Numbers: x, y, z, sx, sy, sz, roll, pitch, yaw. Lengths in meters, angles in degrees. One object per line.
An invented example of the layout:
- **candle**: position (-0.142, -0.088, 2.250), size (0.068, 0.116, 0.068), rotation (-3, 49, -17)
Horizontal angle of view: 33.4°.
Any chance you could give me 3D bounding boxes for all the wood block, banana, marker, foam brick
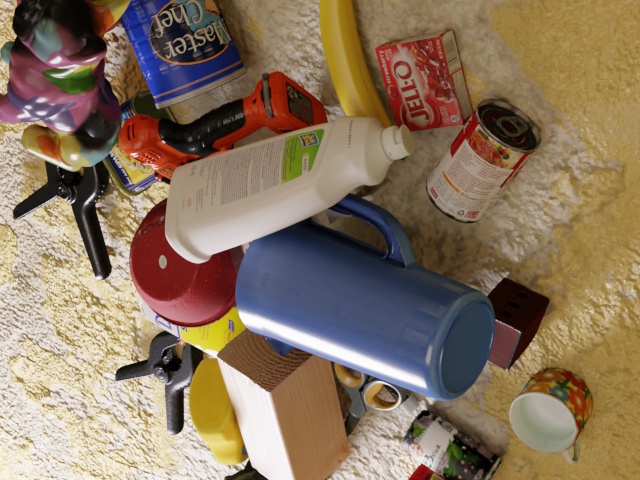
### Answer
- **wood block**: position (-0.039, 0.189, 1.216), size (0.090, 0.090, 0.206), rotation (29, 146, 35)
- **banana**: position (0.036, -0.168, 1.043), size (0.070, 0.037, 0.198), rotation (-18, 95, 56)
- **marker**: position (0.067, 0.145, 1.211), size (0.121, 0.020, 0.020), rotation (51, 131, 0)
- **foam brick**: position (0.185, 0.082, 1.059), size (0.053, 0.078, 0.051), rotation (26, 124, 20)

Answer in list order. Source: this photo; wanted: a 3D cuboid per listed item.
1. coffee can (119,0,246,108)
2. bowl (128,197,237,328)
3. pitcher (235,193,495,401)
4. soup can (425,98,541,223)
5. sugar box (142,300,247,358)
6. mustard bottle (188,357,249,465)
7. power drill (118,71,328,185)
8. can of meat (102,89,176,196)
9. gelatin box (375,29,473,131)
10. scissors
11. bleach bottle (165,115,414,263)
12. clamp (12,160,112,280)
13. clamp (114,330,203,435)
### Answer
- **coffee can**: position (-0.150, -0.220, 1.106), size (0.103, 0.102, 0.140), rotation (-12, 107, 38)
- **bowl**: position (-0.167, 0.025, 1.244), size (0.162, 0.055, 0.162), rotation (1, 92, 26)
- **pitcher**: position (0.045, 0.056, 1.040), size (0.243, 0.145, 0.149), rotation (19, 153, 37)
- **soup can**: position (0.151, -0.073, 1.004), size (0.068, 0.068, 0.102), rotation (40, 131, 9)
- **sugar box**: position (-0.137, 0.088, 1.303), size (0.176, 0.048, 0.093), rotation (24, 125, 21)
- **mustard bottle**: position (-0.113, 0.223, 1.315), size (0.058, 0.096, 0.191), rotation (-5, 150, 6)
- **power drill**: position (-0.088, -0.102, 1.116), size (0.188, 0.184, 0.057), rotation (-18, 69, 24)
- **can of meat**: position (-0.208, -0.113, 1.235), size (0.084, 0.057, 0.102), rotation (-24, 99, 39)
- **gelatin box**: position (0.099, -0.150, 1.021), size (0.073, 0.030, 0.089), rotation (-3, 112, 36)
- **scissors**: position (0.032, 0.177, 1.216), size (0.096, 0.016, 0.202), rotation (42, 148, -4)
- **bleach bottle**: position (-0.029, -0.056, 1.028), size (0.251, 0.102, 0.068), rotation (-15, 146, 26)
- **clamp**: position (-0.322, -0.068, 1.350), size (0.165, 0.036, 0.210), rotation (26, 125, 20)
- **clamp**: position (-0.208, 0.166, 1.399), size (0.120, 0.039, 0.172), rotation (32, 122, 11)
